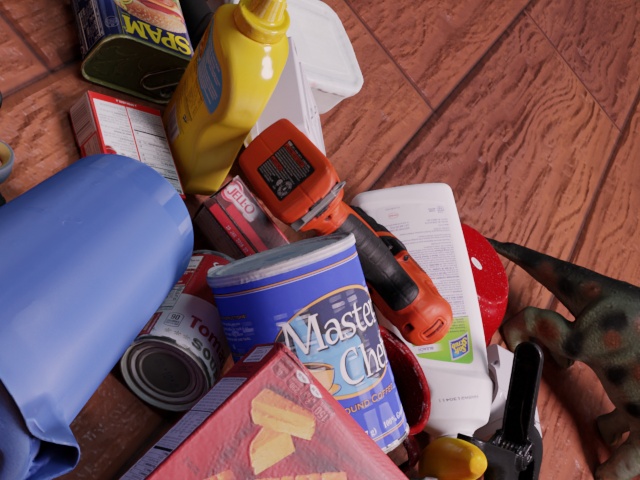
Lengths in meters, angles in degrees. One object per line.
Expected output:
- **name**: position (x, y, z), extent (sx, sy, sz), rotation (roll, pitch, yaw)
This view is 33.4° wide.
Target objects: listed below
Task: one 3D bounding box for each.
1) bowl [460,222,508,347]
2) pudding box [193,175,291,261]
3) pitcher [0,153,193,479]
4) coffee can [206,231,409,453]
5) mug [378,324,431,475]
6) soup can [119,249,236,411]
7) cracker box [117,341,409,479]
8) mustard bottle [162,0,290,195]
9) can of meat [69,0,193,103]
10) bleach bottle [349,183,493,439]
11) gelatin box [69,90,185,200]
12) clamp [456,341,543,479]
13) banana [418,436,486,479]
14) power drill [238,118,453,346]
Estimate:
- **bowl**: position (0.138, 0.035, 1.068), extent (0.162, 0.055, 0.162), rotation (30, 41, -31)
- **pudding box**: position (-0.055, 0.001, 0.823), extent (0.039, 0.114, 0.090), rotation (-37, 93, -13)
- **pitcher**: position (-0.180, 0.034, 0.636), extent (0.149, 0.145, 0.242), rotation (59, 29, -14)
- **coffee can**: position (-0.008, 0.075, 0.719), extent (0.102, 0.103, 0.140), rotation (-24, 100, -55)
- **mug**: position (0.032, 0.133, 0.831), extent (0.117, 0.082, 0.093), rotation (57, 34, 4)
- **soup can**: position (-0.092, 0.063, 0.756), extent (0.068, 0.069, 0.102), rotation (44, 36, -14)
- **cracker box**: position (-0.048, 0.188, 0.606), extent (0.213, 0.072, 0.164), rotation (-44, 98, -21)
- **mustard bottle**: position (-0.071, -0.125, 0.828), extent (0.058, 0.192, 0.096), rotation (8, 54, -24)
- **can of meat**: position (-0.156, -0.172, 0.893), extent (0.101, 0.058, 0.084), rotation (14, 48, -44)
- **bleach bottle**: position (0.093, 0.075, 0.960), extent (0.068, 0.102, 0.251), rotation (82, 0, -66)
- **gelatin box**: position (-0.151, -0.066, 0.831), extent (0.073, 0.030, 0.089), rotation (10, 54, -48)
- **clamp**: position (0.157, 0.182, 0.912), extent (0.120, 0.039, 0.171), rotation (-37, 131, -33)
- **banana**: position (0.108, 0.190, 0.844), extent (0.037, 0.070, 0.197), rotation (-56, 153, -20)
- **power drill**: position (0.017, -0.014, 0.856), extent (0.187, 0.057, 0.185), rotation (43, 4, -39)
